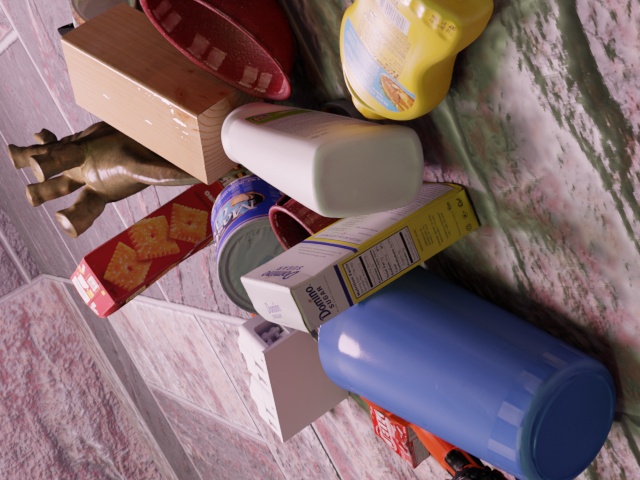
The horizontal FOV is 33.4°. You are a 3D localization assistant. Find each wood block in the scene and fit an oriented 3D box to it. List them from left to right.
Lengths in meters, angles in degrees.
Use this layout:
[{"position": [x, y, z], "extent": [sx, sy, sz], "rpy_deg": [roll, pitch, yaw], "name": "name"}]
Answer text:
[{"position": [-0.161, -0.155, 1.097], "extent": [0.206, 0.090, 0.091], "rpy_deg": [31, 144, 29], "name": "wood block"}]

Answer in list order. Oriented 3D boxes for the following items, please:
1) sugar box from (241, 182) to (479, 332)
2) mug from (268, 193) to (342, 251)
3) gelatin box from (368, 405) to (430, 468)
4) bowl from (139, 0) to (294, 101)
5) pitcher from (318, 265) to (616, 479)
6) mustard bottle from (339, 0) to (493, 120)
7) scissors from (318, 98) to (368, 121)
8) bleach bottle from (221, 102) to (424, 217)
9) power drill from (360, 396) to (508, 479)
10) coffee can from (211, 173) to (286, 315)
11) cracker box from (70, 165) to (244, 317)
[{"position": [0.032, 0.010, 0.864], "extent": [0.093, 0.176, 0.048], "rpy_deg": [9, 128, 62], "name": "sugar box"}, {"position": [0.007, -0.021, 0.967], "extent": [0.117, 0.081, 0.093], "rpy_deg": [30, 152, 47], "name": "mug"}, {"position": [0.088, 0.208, 1.219], "extent": [0.073, 0.030, 0.089], "rpy_deg": [38, 151, 41], "name": "gelatin box"}, {"position": [-0.080, -0.193, 0.949], "extent": [0.162, 0.055, 0.162], "rpy_deg": [31, 167, 8], "name": "bowl"}, {"position": [0.124, 0.113, 0.894], "extent": [0.243, 0.148, 0.145], "rpy_deg": [25, 115, 49], "name": "pitcher"}, {"position": [0.057, -0.140, 0.765], "extent": [0.096, 0.058, 0.192], "rpy_deg": [50, 158, 12], "name": "mustard bottle"}, {"position": [0.003, -0.086, 1.016], "extent": [0.096, 0.016, 0.202], "rpy_deg": [60, 159, -7], "name": "scissors"}, {"position": [-0.016, -0.083, 0.929], "extent": [0.251, 0.102, 0.068], "rpy_deg": [-148, 51, -60], "name": "bleach bottle"}, {"position": [0.120, 0.203, 1.035], "extent": [0.188, 0.057, 0.184], "rpy_deg": [48, -179, 31], "name": "power drill"}, {"position": [-0.057, 0.001, 1.084], "extent": [0.140, 0.103, 0.103], "rpy_deg": [-110, -3, -67], "name": "coffee can"}, {"position": [-0.188, 0.003, 1.283], "extent": [0.072, 0.213, 0.164], "rpy_deg": [56, 159, -1], "name": "cracker box"}]
